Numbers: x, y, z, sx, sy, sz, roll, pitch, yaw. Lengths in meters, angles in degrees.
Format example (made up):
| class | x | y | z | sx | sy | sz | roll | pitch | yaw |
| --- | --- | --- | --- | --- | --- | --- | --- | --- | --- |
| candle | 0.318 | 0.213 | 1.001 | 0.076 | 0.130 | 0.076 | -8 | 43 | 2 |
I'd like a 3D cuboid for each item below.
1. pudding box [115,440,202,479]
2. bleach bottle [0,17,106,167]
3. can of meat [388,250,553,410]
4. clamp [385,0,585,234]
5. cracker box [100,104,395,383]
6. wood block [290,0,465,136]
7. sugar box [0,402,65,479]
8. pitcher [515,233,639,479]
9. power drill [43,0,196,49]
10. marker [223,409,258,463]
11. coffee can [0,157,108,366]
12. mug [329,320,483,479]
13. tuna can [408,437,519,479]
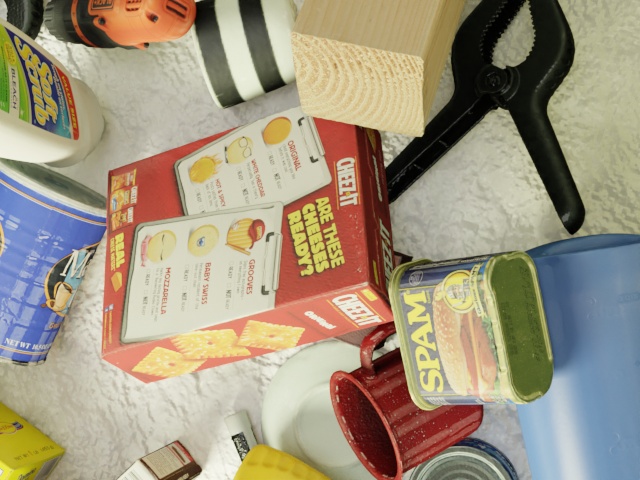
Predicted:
| class | x | y | z | sx | sy | sz | roll | pitch | yaw |
| --- | --- | --- | --- | --- | --- | --- | --- | --- | --- |
| pudding box | -0.155 | 0.212 | 0.841 | 0.113 | 0.090 | 0.039 | -42 | 82 | 8 |
| bleach bottle | -0.223 | -0.110 | 0.781 | 0.068 | 0.250 | 0.102 | -11 | 85 | 13 |
| can of meat | 0.101 | 0.059 | 0.704 | 0.084 | 0.057 | 0.102 | -10 | 93 | 46 |
| clamp | 0.126 | -0.109 | 0.799 | 0.165 | 0.036 | 0.210 | 3 | 77 | 28 |
| cracker box | -0.055 | 0.001 | 0.792 | 0.214 | 0.072 | 0.164 | -16 | 58 | 20 |
| wood block | 0.055 | -0.187 | 0.757 | 0.091 | 0.090 | 0.206 | 12 | 62 | 13 |
| sugar box | -0.305 | 0.144 | 0.875 | 0.176 | 0.093 | 0.048 | 36 | 96 | 11 |
| pitcher | 0.209 | 0.115 | 0.746 | 0.149 | 0.144 | 0.243 | -9 | 90 | 45 |
| power drill | -0.143 | -0.240 | 0.842 | 0.185 | 0.057 | 0.187 | 11 | 82 | 46 |
| marker | -0.046 | 0.195 | 0.852 | 0.020 | 0.020 | 0.121 | -24 | 84 | 11 |
| coffee can | -0.240 | 0.015 | 0.858 | 0.103 | 0.102 | 0.140 | 27 | 95 | 12 |
| mug | 0.062 | 0.110 | 0.779 | 0.081 | 0.093 | 0.117 | -25 | 113 | -22 |
| tuna can | 0.108 | 0.194 | 0.810 | 0.086 | 0.033 | 0.086 | 0 | 89 | 13 |
